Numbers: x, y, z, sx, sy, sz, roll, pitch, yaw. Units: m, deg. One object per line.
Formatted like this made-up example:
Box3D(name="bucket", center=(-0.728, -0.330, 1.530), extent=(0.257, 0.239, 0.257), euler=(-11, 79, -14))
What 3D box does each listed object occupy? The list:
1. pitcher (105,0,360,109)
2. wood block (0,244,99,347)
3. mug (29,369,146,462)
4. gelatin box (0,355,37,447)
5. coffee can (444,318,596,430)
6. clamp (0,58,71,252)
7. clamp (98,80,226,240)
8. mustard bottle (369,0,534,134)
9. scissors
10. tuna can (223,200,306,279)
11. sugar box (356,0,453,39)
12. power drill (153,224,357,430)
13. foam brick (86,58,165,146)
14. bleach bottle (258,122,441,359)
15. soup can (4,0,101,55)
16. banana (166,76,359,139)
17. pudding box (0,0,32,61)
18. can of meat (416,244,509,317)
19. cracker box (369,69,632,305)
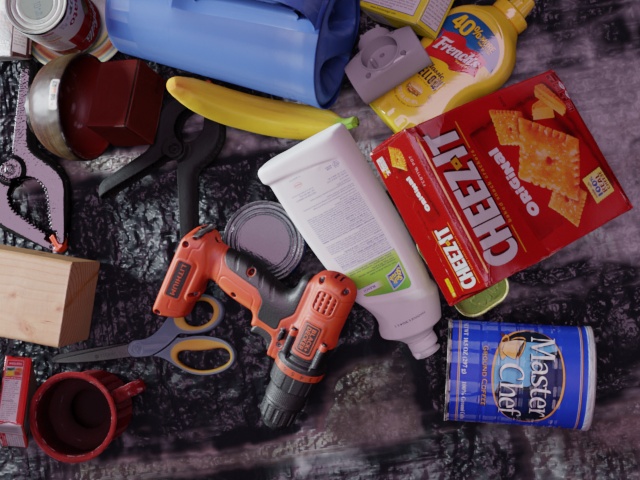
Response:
Box3D(name="pitcher", center=(-0.091, -0.224, 1.068), extent=(0.243, 0.144, 0.149), euler=(14, 127, 15))
Box3D(name="wood block", center=(-0.353, 0.048, 1.133), extent=(0.206, 0.090, 0.090), euler=(9, 91, 7))
Box3D(name="mug", center=(-0.236, 0.174, 1.121), extent=(0.117, 0.081, 0.093), euler=(-29, 86, 6))
Box3D(name="gelatin box", center=(-0.318, 0.170, 1.116), extent=(0.030, 0.089, 0.073), euler=(6, 64, -9))
Box3D(name="coffee can", center=(0.195, 0.132, 1.057), extent=(0.140, 0.102, 0.103), euler=(3, 90, 7))
Box3D(name="clamp", center=(-0.344, -0.074, 1.157), extent=(0.164, 0.036, 0.210), euler=(-25, 87, 0))
Box3D(name="clamp", center=(-0.145, -0.084, 1.133), extent=(0.120, 0.039, 0.171), euler=(36, 94, 6))
Box3D(name="mustard bottle", center=(0.141, -0.182, 1.088), extent=(0.191, 0.058, 0.096), euler=(-41, 69, 4))
Box3D(name="scissors", center=(-0.187, 0.098, 1.149), extent=(0.202, 0.016, 0.096), euler=(7, 89, 7))
Box3D(name="tuna can", center=(-0.057, 0.001, 1.124), extent=(0.086, 0.033, 0.086), euler=(0, 89, 7))
Box3D(name="sugar box", center=(0.113, -0.300, 1.082), extent=(0.093, 0.048, 0.176), euler=(29, 92, 41))
Box3D(name="power drill", center=(-0.073, 0.083, 1.088), extent=(0.188, 0.057, 0.184), euler=(28, 109, 9))
Box3D(name="foam brick", center=(-0.203, -0.143, 1.119), extent=(0.051, 0.053, 0.078), euler=(0, 71, 26))
Box3D(name="bleach bottle", center=(0.042, 0.012, 1.083), extent=(0.103, 0.068, 0.251), euler=(-27, 101, 19))
Box3D(name="soup can", center=(-0.274, -0.234, 1.097), extent=(0.068, 0.102, 0.068), euler=(0, 89, 7))
Box3D(name="banana", center=(-0.061, -0.136, 1.102), extent=(0.197, 0.070, 0.037), euler=(9, 68, -8))
Box3D(name="pudding box", center=(-0.362, -0.239, 1.150), extent=(0.114, 0.039, 0.090), euler=(4, 91, 22))
Box3D(name="can of meat", center=(0.143, 0.024, 1.074), extent=(0.057, 0.084, 0.102), euler=(-34, 86, 6))
Box3D(name="cracker box", center=(0.177, -0.056, 1.020), extent=(0.213, 0.072, 0.164), euler=(-24, 84, -33))
